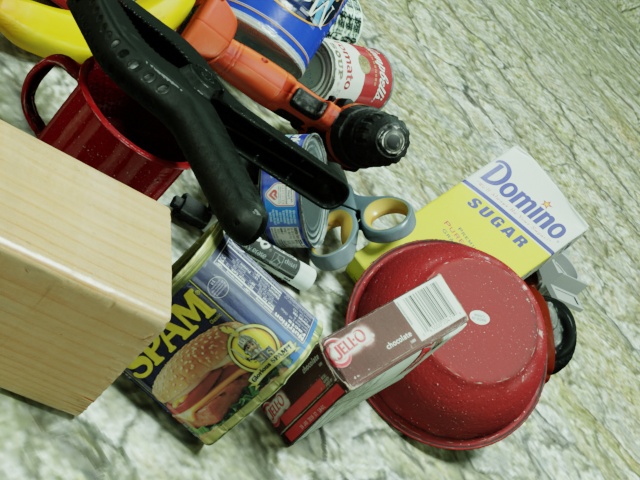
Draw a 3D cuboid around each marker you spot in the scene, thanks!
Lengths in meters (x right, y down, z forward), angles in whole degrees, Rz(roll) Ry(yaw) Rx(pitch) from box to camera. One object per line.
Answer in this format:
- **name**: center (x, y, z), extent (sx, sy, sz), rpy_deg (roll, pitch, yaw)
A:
- **marker**: center (-0.055, 0.001, 0.759), extent (0.121, 0.020, 0.020), rpy_deg (31, 31, -25)

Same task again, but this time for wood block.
- **wood block**: center (-0.182, -0.005, 0.517), extent (0.205, 0.091, 0.090), rpy_deg (29, 32, -29)

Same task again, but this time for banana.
- **banana**: center (-0.159, -0.164, 0.785), extent (0.037, 0.070, 0.197), rpy_deg (18, 33, 36)

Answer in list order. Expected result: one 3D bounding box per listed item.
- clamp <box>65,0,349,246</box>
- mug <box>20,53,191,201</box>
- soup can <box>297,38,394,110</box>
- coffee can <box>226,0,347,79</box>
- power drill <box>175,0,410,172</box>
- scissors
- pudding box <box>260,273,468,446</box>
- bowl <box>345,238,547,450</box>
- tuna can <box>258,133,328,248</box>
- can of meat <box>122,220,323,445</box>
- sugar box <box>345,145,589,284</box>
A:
- **clamp**: center (-0.071, -0.082, 0.648), extent (0.210, 0.036, 0.164), rpy_deg (48, 19, 13)
- **mug**: center (-0.139, -0.062, 0.662), extent (0.117, 0.082, 0.093), rpy_deg (44, 28, -4)
- **soup can**: center (0.015, -0.155, 1.012), extent (0.102, 0.069, 0.068), rpy_deg (-1, 53, -54)
- **coffee can**: center (-0.024, -0.226, 0.929), extent (0.103, 0.140, 0.103), rpy_deg (30, -9, 5)
- **power drill**: center (-0.028, -0.119, 0.847), extent (0.187, 0.057, 0.185), rpy_deg (35, -5, -19)
- **scissors**: center (0.036, -0.038, 0.874), extent (0.201, 0.096, 0.016), rpy_deg (-74, 147, -57)
- **pudding box**: center (0.027, 0.074, 0.663), extent (0.113, 0.090, 0.039), rpy_deg (-23, 73, -38)
- **bowl**: center (0.102, 0.065, 0.763), extent (0.162, 0.055, 0.162), rpy_deg (7, 67, -16)
- **tuna can**: center (-0.019, -0.037, 0.794), extent (0.086, 0.034, 0.086), rpy_deg (0, 90, -76)
- **can of meat**: center (-0.061, 0.054, 0.594), extent (0.084, 0.102, 0.057), rpy_deg (43, 27, -9)
- **sugar box**: center (0.118, 0.006, 0.850), extent (0.093, 0.176, 0.048), rpy_deg (52, -17, 12)
